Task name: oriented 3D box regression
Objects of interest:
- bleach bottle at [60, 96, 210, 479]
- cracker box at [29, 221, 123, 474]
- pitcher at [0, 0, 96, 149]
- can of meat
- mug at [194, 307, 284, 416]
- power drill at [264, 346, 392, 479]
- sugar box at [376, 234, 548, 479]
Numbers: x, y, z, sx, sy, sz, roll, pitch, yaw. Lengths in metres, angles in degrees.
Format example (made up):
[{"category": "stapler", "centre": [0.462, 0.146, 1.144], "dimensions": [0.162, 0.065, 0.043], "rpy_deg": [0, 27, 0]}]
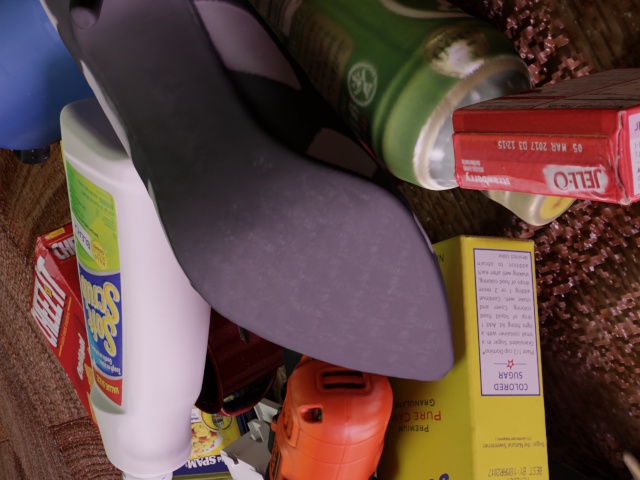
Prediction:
[{"category": "bleach bottle", "centre": [-0.099, 0.048, 0.612], "dimensions": [0.103, 0.068, 0.251], "rpy_deg": [36, 132, 47]}, {"category": "cracker box", "centre": [-0.183, 0.105, 0.958], "dimensions": [0.214, 0.072, 0.164], "rpy_deg": [56, 151, 15]}, {"category": "pitcher", "centre": [-0.159, -0.142, 0.643], "dimensions": [0.243, 0.149, 0.145], "rpy_deg": [-7, 90, 57]}, {"category": "can of meat", "centre": [-0.091, 0.134, 0.809], "dimensions": [0.102, 0.057, 0.084], "rpy_deg": [-8, 110, 15]}, {"category": "mug", "centre": [-0.056, 0.064, 0.702], "dimensions": [0.093, 0.081, 0.117], "rpy_deg": [27, 136, 47]}, {"category": "power drill", "centre": [-0.006, 0.062, 0.557], "dimensions": [0.185, 0.057, 0.187], "rpy_deg": [103, 163, -51]}, {"category": "sugar box", "centre": [0.061, 0.092, 0.492], "dimensions": [0.093, 0.048, 0.176], "rpy_deg": [155, 118, -63]}]
